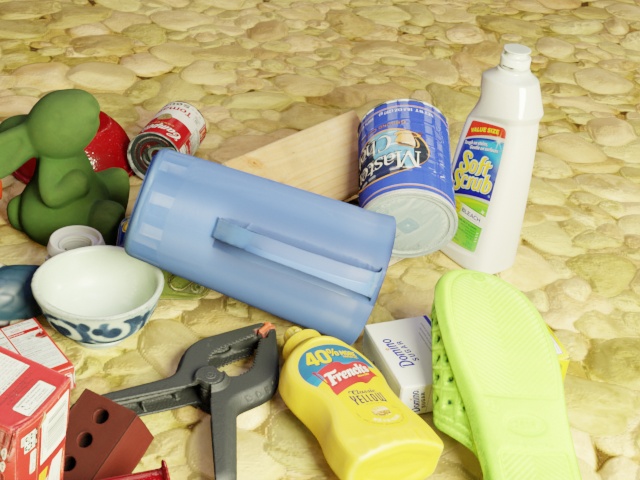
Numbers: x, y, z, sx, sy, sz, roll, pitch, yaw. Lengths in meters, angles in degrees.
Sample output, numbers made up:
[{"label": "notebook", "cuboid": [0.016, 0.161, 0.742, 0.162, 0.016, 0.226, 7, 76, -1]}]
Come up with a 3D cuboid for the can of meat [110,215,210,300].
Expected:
[{"label": "can of meat", "cuboid": [-0.163, 0.015, 1.107, 0.102, 0.057, 0.084, 2, 29, -7]}]

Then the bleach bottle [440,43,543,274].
[{"label": "bleach bottle", "cuboid": [0.182, -0.091, 1.142, 0.068, 0.251, 0.103, -15, 38, -30]}]

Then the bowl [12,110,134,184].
[{"label": "bowl", "cuboid": [-0.301, -0.121, 1.305, 0.162, 0.055, 0.162, 4, 32, -2]}]

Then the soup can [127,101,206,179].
[{"label": "soup can", "cuboid": [-0.186, -0.122, 1.311, 0.068, 0.068, 0.102, 11, 32, 9]}]

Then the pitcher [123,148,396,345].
[{"label": "pitcher", "cuboid": [-0.057, 0.001, 1.008, 0.242, 0.149, 0.145, 19, 47, -7]}]

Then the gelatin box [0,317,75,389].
[{"label": "gelatin box", "cuboid": [-0.273, 0.112, 0.961, 0.073, 0.030, 0.089, -20, 40, -32]}]

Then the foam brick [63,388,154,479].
[{"label": "foam brick", "cuboid": [-0.178, 0.167, 0.841, 0.053, 0.051, 0.078, 21, 63, 23]}]

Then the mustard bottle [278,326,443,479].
[{"label": "mustard bottle", "cuboid": [0.018, 0.137, 0.934, 0.096, 0.058, 0.192, -3, 32, -32]}]

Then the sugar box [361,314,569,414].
[{"label": "sugar box", "cuboid": [0.136, 0.110, 1.012, 0.176, 0.048, 0.093, -9, 38, -17]}]

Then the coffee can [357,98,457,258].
[{"label": "coffee can", "cuboid": [0.091, -0.067, 1.139, 0.103, 0.103, 0.140, 4, 50, -3]}]

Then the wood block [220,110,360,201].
[{"label": "wood block", "cuboid": [-0.036, -0.064, 1.190, 0.205, 0.090, 0.091, -27, 1, -41]}]

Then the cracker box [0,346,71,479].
[{"label": "cracker box", "cuboid": [-0.292, 0.137, 0.773, 0.214, 0.164, 0.072, 21, 35, 11]}]

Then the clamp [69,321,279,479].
[{"label": "clamp", "cuboid": [-0.092, 0.139, 0.939, 0.165, 0.036, 0.209, 25, 37, 28]}]
